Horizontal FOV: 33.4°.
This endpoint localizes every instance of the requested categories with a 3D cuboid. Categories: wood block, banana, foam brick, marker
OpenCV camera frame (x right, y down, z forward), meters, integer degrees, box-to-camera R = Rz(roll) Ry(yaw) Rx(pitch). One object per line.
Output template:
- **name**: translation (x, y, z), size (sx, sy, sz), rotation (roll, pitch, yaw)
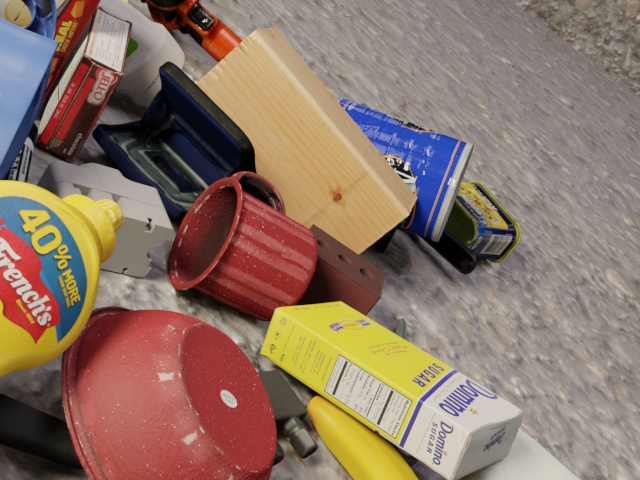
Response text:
- **wood block**: translation (-0.016, -0.083, 0.963), size (0.206, 0.091, 0.090), rotation (50, 16, -3)
- **banana**: translation (0.047, 0.181, 0.715), size (0.069, 0.037, 0.198), rotation (20, 30, -33)
- **foam brick**: translation (0.007, 0.034, 0.900), size (0.078, 0.051, 0.053), rotation (34, 25, -8)
- **marker**: translation (-0.223, -0.055, 0.786), size (0.020, 0.020, 0.121), rotation (26, 27, -23)

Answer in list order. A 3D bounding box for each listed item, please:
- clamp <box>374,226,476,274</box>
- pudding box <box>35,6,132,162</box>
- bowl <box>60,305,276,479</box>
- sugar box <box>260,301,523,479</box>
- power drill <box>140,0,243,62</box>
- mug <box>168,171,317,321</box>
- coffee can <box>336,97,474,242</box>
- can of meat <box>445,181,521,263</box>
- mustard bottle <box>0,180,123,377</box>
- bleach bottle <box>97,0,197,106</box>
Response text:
- **clamp**: translation (0.085, -0.030, 1.132), size (0.120, 0.039, 0.171), rotation (14, 30, -37)
- **pudding box**: translation (-0.192, -0.129, 0.871), size (0.039, 0.090, 0.113), rotation (26, 27, -22)
- **bowl**: translation (-0.073, 0.100, 0.610), size (0.162, 0.055, 0.162), rotation (49, 23, -30)
- **sugar box**: translation (0.051, 0.103, 0.772), size (0.176, 0.048, 0.093), rotation (27, 16, 30)
- **power drill**: translation (-0.106, -0.218, 1.104), size (0.187, 0.057, 0.184), rotation (41, -5, -2)
- **mug**: translation (-0.055, 0.001, 0.819), size (0.081, 0.093, 0.117), rotation (29, 51, -29)
- **coffee can**: translation (0.068, -0.070, 1.052), size (0.140, 0.103, 0.102), rotation (21, 24, 8)
- **can of meat**: translation (0.163, -0.024, 1.202), size (0.083, 0.057, 0.102), rotation (5, 40, -46)
- **mustard bottle**: translation (-0.165, 0.024, 0.528), size (0.191, 0.058, 0.096), rotation (-40, 112, -50)
- **bleach bottle**: translation (-0.220, -0.182, 0.937), size (0.250, 0.103, 0.068), rotation (29, 28, -33)
